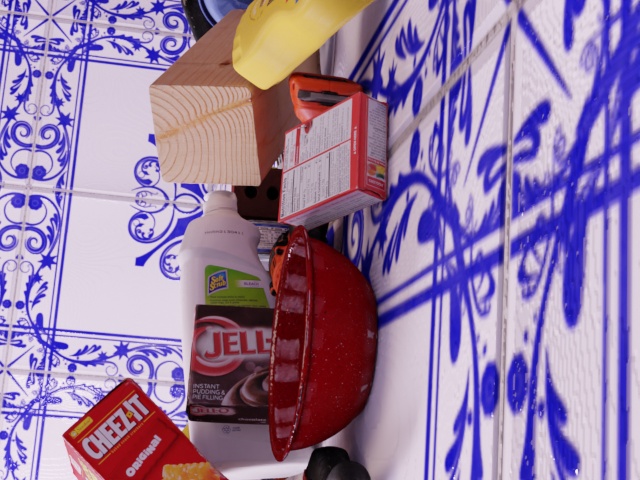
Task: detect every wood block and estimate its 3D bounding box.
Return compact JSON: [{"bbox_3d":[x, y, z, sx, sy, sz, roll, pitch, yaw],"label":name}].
[{"bbox_3d":[-0.069,-0.134,0.956,0.206,0.091,0.090,-61,-29,-57],"label":"wood block"}]

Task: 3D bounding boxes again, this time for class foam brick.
[{"bbox_3d":[-0.051,-0.043,1.081,0.051,0.078,0.053,137,135,-76],"label":"foam brick"}]

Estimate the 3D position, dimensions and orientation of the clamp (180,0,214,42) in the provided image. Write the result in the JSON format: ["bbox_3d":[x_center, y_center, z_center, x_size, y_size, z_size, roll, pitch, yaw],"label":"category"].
[{"bbox_3d":[-0.096,-0.158,1.121,0.164,0.036,0.210,25,-128,-74],"label":"clamp"}]

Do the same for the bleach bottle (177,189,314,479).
[{"bbox_3d":[-0.069,0.075,0.922,0.068,0.102,0.251,135,133,-56],"label":"bleach bottle"}]

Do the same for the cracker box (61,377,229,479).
[{"bbox_3d":[-0.092,0.213,0.795,0.072,0.214,0.164,-42,-9,-22],"label":"cracker box"}]

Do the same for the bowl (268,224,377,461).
[{"bbox_3d":[0.002,0.072,0.733,0.162,0.055,0.162,-174,90,-81],"label":"bowl"}]

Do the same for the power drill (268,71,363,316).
[{"bbox_3d":[-0.008,-0.042,0.882,0.184,0.057,0.188,-120,35,-77],"label":"power drill"}]

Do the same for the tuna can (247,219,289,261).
[{"bbox_3d":[-0.057,0.001,1.060,0.086,0.086,0.034,152,122,-79],"label":"tuna can"}]

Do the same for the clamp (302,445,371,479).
[{"bbox_3d":[0.007,0.190,0.686,0.171,0.039,0.120,142,138,-86],"label":"clamp"}]

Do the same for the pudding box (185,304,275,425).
[{"bbox_3d":[-0.047,0.099,0.845,0.039,0.113,0.090,104,168,-54],"label":"pudding box"}]

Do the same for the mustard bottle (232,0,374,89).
[{"bbox_3d":[0.004,-0.186,0.782,0.192,0.058,0.096,-27,32,57],"label":"mustard bottle"}]

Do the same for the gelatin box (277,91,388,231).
[{"bbox_3d":[0.009,-0.053,0.748,0.089,0.030,0.073,-22,58,48],"label":"gelatin box"}]
